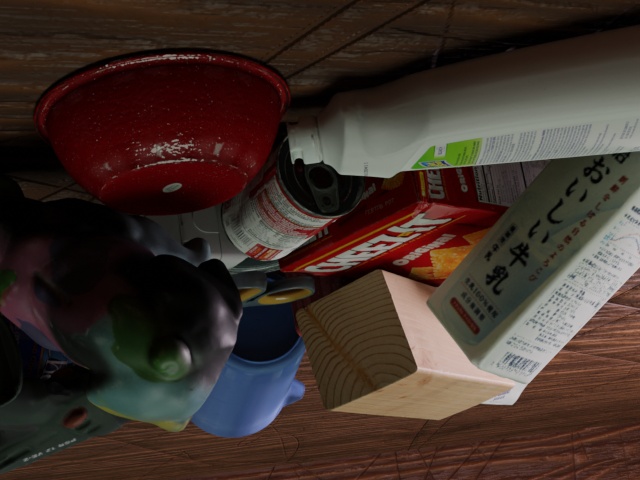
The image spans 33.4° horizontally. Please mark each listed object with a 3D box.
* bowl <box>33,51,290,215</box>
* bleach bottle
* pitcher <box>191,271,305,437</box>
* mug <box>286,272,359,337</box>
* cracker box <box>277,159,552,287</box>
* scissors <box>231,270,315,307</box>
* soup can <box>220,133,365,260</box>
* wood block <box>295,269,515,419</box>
[{"bbox_3d":[-0.094,-0.056,0.666,0.162,0.055,0.162,-9,162,-3],"label":"bowl"},{"bbox_3d":[0.103,-0.082,0.678,0.251,0.068,0.102,-8,163,2],"label":"bleach bottle"},{"bbox_3d":[-0.092,0.117,1.127,0.149,0.145,0.243,-29,166,-21],"label":"pitcher"},{"bbox_3d":[0.023,0.044,1.006,0.117,0.081,0.093,-3,162,-19],"label":"mug"},{"bbox_3d":[0.093,-0.018,0.861,0.213,0.072,0.164,6,157,-40],"label":"cracker box"},{"bbox_3d":[-0.069,0.054,0.907,0.096,0.016,0.202,-1,166,-18],"label":"scissors"},{"bbox_3d":[-0.022,-0.031,0.763,0.068,0.068,0.102,0,161,-29],"label":"soup can"},{"bbox_3d":[0.079,0.097,0.930,0.090,0.091,0.205,-28,157,24],"label":"wood block"}]
